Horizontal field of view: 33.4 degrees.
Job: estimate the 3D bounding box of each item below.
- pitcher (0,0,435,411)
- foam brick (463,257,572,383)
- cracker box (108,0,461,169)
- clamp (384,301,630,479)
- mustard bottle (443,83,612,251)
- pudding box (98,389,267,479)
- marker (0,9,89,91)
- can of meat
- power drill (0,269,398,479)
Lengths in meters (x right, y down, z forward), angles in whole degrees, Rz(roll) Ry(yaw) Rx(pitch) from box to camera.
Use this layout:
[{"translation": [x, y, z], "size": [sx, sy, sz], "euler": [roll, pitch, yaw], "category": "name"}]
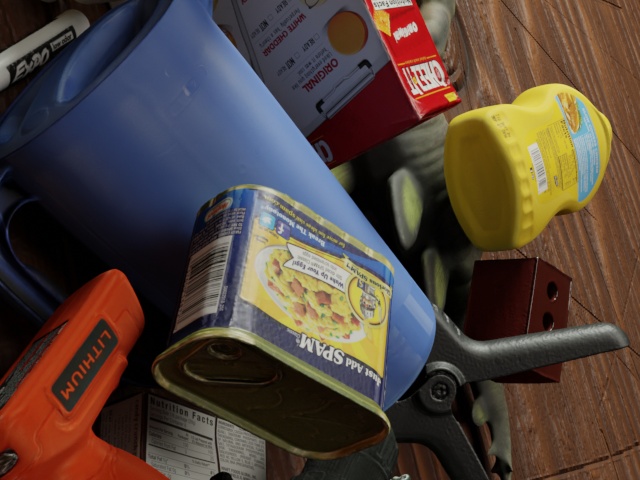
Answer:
[{"translation": [-0.054, 0.001, 0.556], "size": [0.242, 0.149, 0.145], "euler": [48, 19, -25], "category": "pitcher"}, {"translation": [0.135, 0.056, 0.737], "size": [0.052, 0.051, 0.078], "euler": [27, 68, -46], "category": "foam brick"}, {"translation": [-0.036, -0.140, 0.635], "size": [0.072, 0.164, 0.214], "euler": [-27, 92, -55], "category": "cracker box"}, {"translation": [0.074, 0.104, 0.674], "size": [0.036, 0.210, 0.164], "euler": [144, -37, -87], "category": "clamp"}, {"translation": [0.163, -0.063, 0.774], "size": [0.191, 0.058, 0.096], "euler": [-25, 102, -48], "category": "mustard bottle"}, {"translation": [-0.067, 0.139, 0.528], "size": [0.089, 0.039, 0.113], "euler": [28, 46, -42], "category": "pudding box"}, {"translation": [-0.160, -0.094, 0.562], "size": [0.020, 0.020, 0.121], "euler": [56, 34, -15], "category": "marker"}, {"translation": [-0.015, 0.035, 0.463], "size": [0.102, 0.058, 0.084], "euler": [32, 46, -28], "category": "can of meat"}, {"translation": [-0.052, 0.103, 0.472], "size": [0.187, 0.057, 0.184], "euler": [45, 43, -14], "category": "power drill"}]
